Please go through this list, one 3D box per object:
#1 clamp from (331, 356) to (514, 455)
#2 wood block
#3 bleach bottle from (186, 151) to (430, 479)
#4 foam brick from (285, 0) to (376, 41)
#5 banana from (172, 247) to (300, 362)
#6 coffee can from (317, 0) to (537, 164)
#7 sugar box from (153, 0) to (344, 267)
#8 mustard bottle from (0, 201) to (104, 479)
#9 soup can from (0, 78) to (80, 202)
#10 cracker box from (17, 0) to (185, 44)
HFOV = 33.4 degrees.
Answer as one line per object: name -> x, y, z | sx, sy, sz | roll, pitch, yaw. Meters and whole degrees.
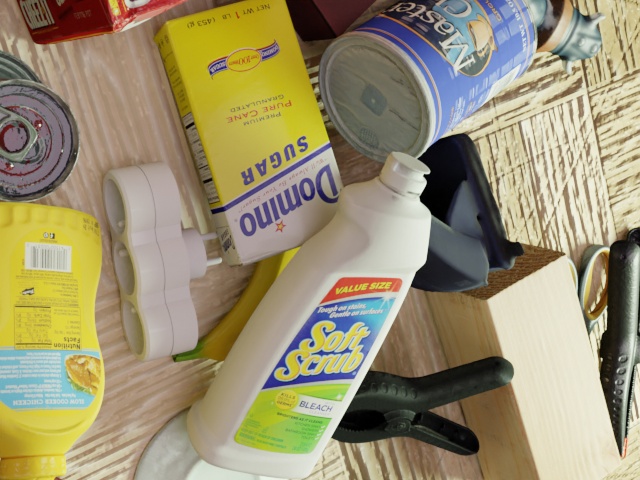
clamp -> 0.065, 0.140, 0.861 | 0.171, 0.039, 0.120 | -3, 131, -2
wood block -> 0.173, 0.114, 0.911 | 0.090, 0.090, 0.206 | -28, 111, -24
bleach bottle -> 0.000, 0.050, 0.749 | 0.102, 0.068, 0.251 | 16, 113, -26
foam brick -> 0.012, -0.193, 0.795 | 0.078, 0.051, 0.053 | -45, 115, -17
banana -> -0.042, 0.012, 0.802 | 0.069, 0.037, 0.198 | 25, 84, -27
coffee can -> 0.081, -0.134, 0.797 | 0.140, 0.103, 0.103 | -38, 115, -35
sugar box -> -0.046, -0.078, 0.759 | 0.093, 0.048, 0.176 | -20, 92, -19
mustard bottle -> -0.185, 0.075, 0.682 | 0.096, 0.058, 0.191 | 8, 73, -44
soup can -> -0.190, -0.061, 0.628 | 0.068, 0.102, 0.068 | -5, 100, -30
cracker box -> -0.075, -0.190, 0.681 | 0.213, 0.164, 0.072 | -26, 107, -25
